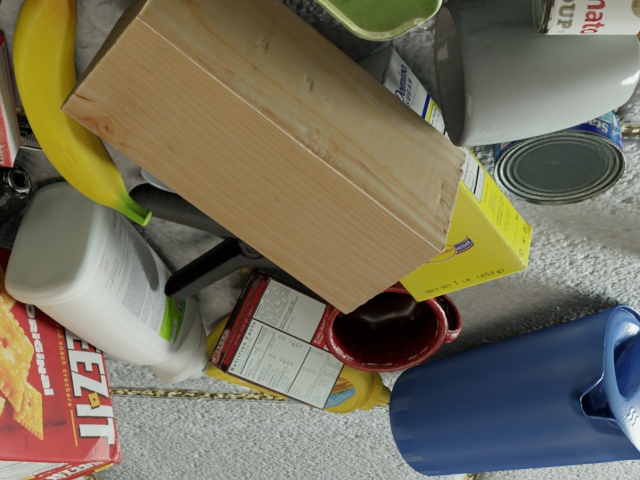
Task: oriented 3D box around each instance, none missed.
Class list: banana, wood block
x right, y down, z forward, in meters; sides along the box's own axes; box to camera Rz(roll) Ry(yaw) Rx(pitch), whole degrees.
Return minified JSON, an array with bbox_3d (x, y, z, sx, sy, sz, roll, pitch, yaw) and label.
[{"bbox_3d":[-0.158,-0.088,0.674,0.070,0.037,0.198,7,142,16],"label":"banana"},{"bbox_3d":[-0.027,-0.062,0.608,0.206,0.090,0.091,36,135,-18],"label":"wood block"}]

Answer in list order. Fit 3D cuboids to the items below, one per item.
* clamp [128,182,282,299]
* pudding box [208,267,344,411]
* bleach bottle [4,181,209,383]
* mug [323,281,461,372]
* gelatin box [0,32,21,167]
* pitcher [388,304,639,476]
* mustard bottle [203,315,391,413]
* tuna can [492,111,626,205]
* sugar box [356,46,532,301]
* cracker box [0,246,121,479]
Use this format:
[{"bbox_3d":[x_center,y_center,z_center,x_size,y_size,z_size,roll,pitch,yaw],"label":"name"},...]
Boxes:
[{"bbox_3d":[-0.055,0.001,0.816,0.171,0.039,0.120,1,144,0],"label":"clamp"},{"bbox_3d":[-0.028,0.086,0.914,0.113,0.090,0.039,27,178,-31],"label":"pudding box"},{"bbox_3d":[-0.154,0.057,0.866,0.068,0.102,0.250,-3,149,19],"label":"bleach bottle"},{"bbox_3d":[0.057,0.045,0.830,0.117,0.081,0.093,17,129,-17],"label":"mug"},{"bbox_3d":[-0.233,-0.090,0.675,0.073,0.030,0.089,4,134,-1],"label":"gelatin box"},{"bbox_3d":[0.193,0.147,0.984,0.243,0.145,0.149,-18,132,37],"label":"pitcher"},{"bbox_3d":[-0.010,0.123,1.010,0.191,0.058,0.096,23,143,-30],"label":"mustard bottle"},{"bbox_3d":[0.158,-0.059,0.711,0.086,0.033,0.086,2,150,1],"label":"tuna can"},{"bbox_3d":[0.056,-0.037,0.705,0.094,0.048,0.176,-21,128,35],"label":"sugar box"},{"bbox_3d":[-0.240,0.091,0.789,0.072,0.164,0.213,-19,162,18],"label":"cracker box"}]
